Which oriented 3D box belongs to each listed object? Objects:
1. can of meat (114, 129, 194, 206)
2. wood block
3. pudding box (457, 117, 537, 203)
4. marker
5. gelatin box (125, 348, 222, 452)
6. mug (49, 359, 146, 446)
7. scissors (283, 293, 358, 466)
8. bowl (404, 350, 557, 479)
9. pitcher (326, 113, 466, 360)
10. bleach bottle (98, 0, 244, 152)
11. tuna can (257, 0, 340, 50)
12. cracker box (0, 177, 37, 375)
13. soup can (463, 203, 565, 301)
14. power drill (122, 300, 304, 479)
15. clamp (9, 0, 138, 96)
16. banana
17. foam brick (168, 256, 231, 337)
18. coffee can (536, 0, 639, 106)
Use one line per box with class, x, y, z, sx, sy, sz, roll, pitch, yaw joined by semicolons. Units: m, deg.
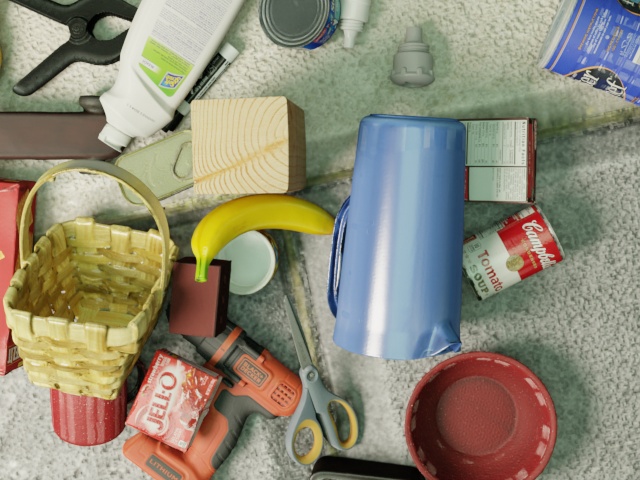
can of meat;-0.161;-0.078;1.149;0.102;0.084;0.057;-22;91;5
wood block;-0.067;-0.093;1.080;0.091;0.206;0.090;-1;94;3
pudding box;0.171;-0.085;1.129;0.114;0.039;0.090;2;93;25
marker;-0.135;-0.167;1.174;0.020;0.020;0.121;41;96;1
gelatin box;-0.156;0.170;1.135;0.073;0.030;0.089;25;92;6
mug;-0.243;0.166;1.170;0.093;0.117;0.081;30;127;40
scissors;-0.023;0.160;1.140;0.096;0.016;0.201;-40;118;-18
bowl;0.171;0.196;1.156;0.162;0.055;0.162;0;94;4
pitcher;0.079;-0.007;1.097;0.149;0.145;0.243;4;98;6
bleach bottle;-0.165;-0.212;1.133;0.102;0.068;0.251;32;91;-18
tuna can;-0.022;-0.246;1.138;0.086;0.033;0.086;2;94;27
cracker box;-0.409;0.032;1.181;0.164;0.072;0.214;6;95;4
soup can;0.199;0.013;1.136;0.102;0.068;0.068;-27;91;6
power drill;-0.134;0.178;1.176;0.184;0.057;0.188;38;96;1
clamp;-0.270;-0.237;1.170;0.171;0.039;0.120;-17;97;-1
banana;-0.065;-0.015;1.118;0.197;0.037;0.069;-20;99;-38
foam brick;-0.126;0.059;1.118;0.051;0.053;0.078;6;96;6
coffee can;0.308;-0.201;1.096;0.140;0.103;0.103;23;95;2
